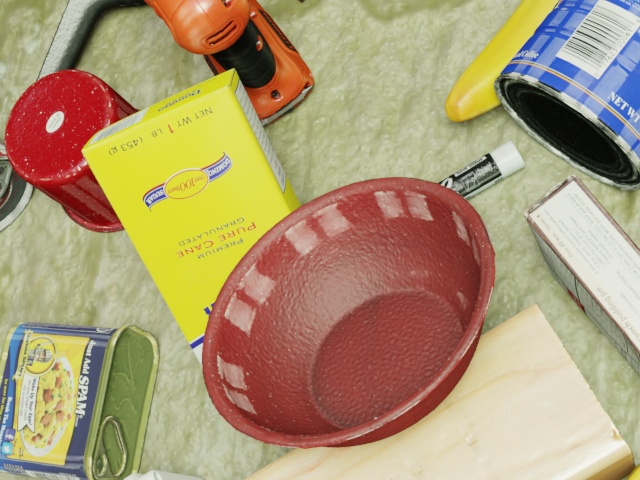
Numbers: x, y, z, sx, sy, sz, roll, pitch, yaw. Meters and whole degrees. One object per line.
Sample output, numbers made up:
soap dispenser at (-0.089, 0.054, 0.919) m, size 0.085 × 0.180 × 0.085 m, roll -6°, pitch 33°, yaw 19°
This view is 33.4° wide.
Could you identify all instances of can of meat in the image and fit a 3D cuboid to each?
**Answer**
can of meat at (-0.157, 0.102, 0.672) m, size 0.084 × 0.057 × 0.102 m, roll 2°, pitch 73°, yaw 21°

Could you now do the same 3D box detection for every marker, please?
marker at (0.069, -0.023, 0.658) m, size 0.121 × 0.020 × 0.020 m, roll -30°, pitch 66°, yaw 7°

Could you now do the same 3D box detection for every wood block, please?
wood block at (0.054, 0.133, 0.572) m, size 0.206 × 0.090 × 0.090 m, roll -32°, pitch 66°, yaw 6°

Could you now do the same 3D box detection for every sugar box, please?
sugar box at (-0.054, 0.001, 0.618) m, size 0.093 × 0.048 × 0.176 m, roll -22°, pitch 109°, yaw 11°

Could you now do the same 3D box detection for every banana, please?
banana at (0.140, -0.154, 0.650) m, size 0.037 × 0.069 × 0.198 m, roll 37°, pitch 101°, yaw 39°

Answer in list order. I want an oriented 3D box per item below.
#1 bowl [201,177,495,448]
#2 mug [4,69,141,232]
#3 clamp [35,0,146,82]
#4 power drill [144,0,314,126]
bowl at (0.021, 0.046, 0.544) m, size 0.162 × 0.055 × 0.162 m, roll -20°, pitch 43°, yaw 19°
mug at (-0.144, -0.061, 0.706) m, size 0.117 × 0.081 × 0.093 m, roll 3°, pitch 74°, yaw 19°
clamp at (-0.174, -0.206, 0.755) m, size 0.210 × 0.036 × 0.164 m, roll -37°, pitch 105°, yaw -2°
power drill at (-0.081, -0.160, 0.660) m, size 0.057 × 0.187 × 0.184 m, roll -35°, pitch 67°, yaw 6°
